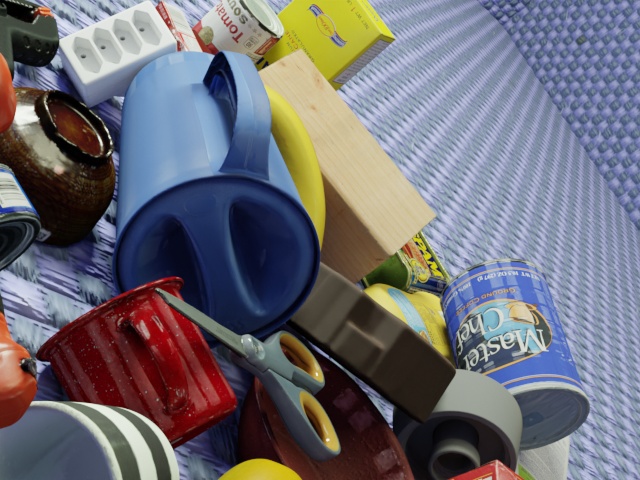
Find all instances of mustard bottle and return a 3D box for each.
[{"bbox_3d":[0.074,0.087,0.987,0.191,0.058,0.096,16,45,-57],"label":"mustard bottle"}]

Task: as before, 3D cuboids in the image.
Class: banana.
[{"bbox_3d":[-0.033,-0.059,0.930,0.198,0.069,0.037,67,-11,-11],"label":"banana"}]

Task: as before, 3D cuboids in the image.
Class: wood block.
[{"bbox_3d":[-0.001,-0.064,1.009,0.206,0.091,0.090,51,44,0],"label":"wood block"}]

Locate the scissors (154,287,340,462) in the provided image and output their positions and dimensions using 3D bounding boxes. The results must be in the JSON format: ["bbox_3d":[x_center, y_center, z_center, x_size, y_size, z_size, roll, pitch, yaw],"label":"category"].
[{"bbox_3d":[-0.033,0.083,0.623,0.096,0.016,0.201,66,13,18],"label":"scissors"}]

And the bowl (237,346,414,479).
[{"bbox_3d":[-0.004,0.150,0.722,0.162,0.055,0.162,42,22,-22],"label":"bowl"}]

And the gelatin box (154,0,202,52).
[{"bbox_3d":[-0.139,-0.151,0.929,0.030,0.073,0.089,17,40,-55],"label":"gelatin box"}]

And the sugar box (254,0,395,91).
[{"bbox_3d":[-0.021,-0.183,1.079,0.093,0.176,0.048,55,19,13],"label":"sugar box"}]

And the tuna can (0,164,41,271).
[{"bbox_3d":[-0.190,-0.002,0.553,0.034,0.086,0.086,56,21,10],"label":"tuna can"}]

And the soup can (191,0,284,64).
[{"bbox_3d":[-0.094,-0.194,1.052,0.068,0.102,0.068,42,23,-22],"label":"soup can"}]

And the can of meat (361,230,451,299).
[{"bbox_3d":[0.079,0.024,1.109,0.083,0.058,0.102,16,39,-53],"label":"can of meat"}]

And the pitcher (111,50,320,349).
[{"bbox_3d":[-0.083,-0.053,0.769,0.145,0.149,0.243,55,9,-34],"label":"pitcher"}]

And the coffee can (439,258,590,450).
[{"bbox_3d":[0.170,0.102,0.953,0.102,0.103,0.140,33,34,-39],"label":"coffee can"}]

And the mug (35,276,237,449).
[{"bbox_3d":[-0.096,0.074,0.591,0.093,0.117,0.081,-25,80,-27],"label":"mug"}]

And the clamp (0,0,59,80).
[{"bbox_3d":[-0.250,-0.159,0.743,0.164,0.036,0.210,33,14,-1],"label":"clamp"}]
